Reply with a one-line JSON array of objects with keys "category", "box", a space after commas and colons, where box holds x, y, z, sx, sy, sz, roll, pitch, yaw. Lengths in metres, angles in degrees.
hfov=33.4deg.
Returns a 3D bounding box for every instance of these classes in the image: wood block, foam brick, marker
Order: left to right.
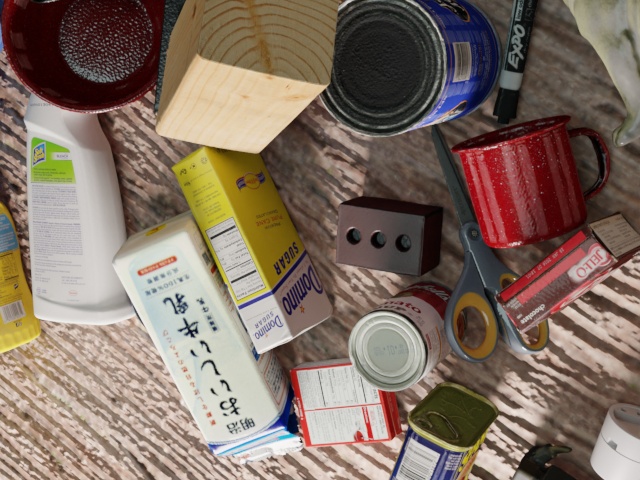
[{"category": "wood block", "box": [-0.059, -0.135, 0.785, 0.090, 0.206, 0.091, 10, 80, -14]}, {"category": "foam brick", "box": [0.057, -0.005, 0.888, 0.078, 0.051, 0.053, 8, 103, 24]}, {"category": "marker", "box": [0.153, -0.150, 0.831, 0.020, 0.020, 0.121, 15, 106, 22]}]

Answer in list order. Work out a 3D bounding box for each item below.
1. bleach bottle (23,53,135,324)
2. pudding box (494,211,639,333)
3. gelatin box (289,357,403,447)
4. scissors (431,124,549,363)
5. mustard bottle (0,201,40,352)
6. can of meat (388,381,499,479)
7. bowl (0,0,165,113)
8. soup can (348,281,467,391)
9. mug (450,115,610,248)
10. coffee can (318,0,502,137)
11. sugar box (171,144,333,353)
[{"category": "bleach bottle", "box": [-0.230, -0.050, 1.012, 0.103, 0.068, 0.251, 3, 99, 26]}, {"category": "pudding box", "box": [0.189, 0.022, 0.796, 0.090, 0.113, 0.039, -41, 79, 26]}, {"category": "gelatin box", "box": [0.023, 0.142, 0.947, 0.089, 0.030, 0.073, -10, 95, 27]}, {"category": "scissors", "box": [0.111, 0.011, 0.856, 0.202, 0.096, 0.016, 58, 158, 3]}, {"category": "mustard bottle", "box": [-0.338, 0.015, 1.056, 0.058, 0.096, 0.191, -9, 97, 27]}, {"category": "can of meat", "box": [0.097, 0.176, 0.879, 0.057, 0.102, 0.084, 26, 112, 19]}, {"category": "bowl", "box": [-0.198, -0.189, 0.952, 0.162, 0.055, 0.162, 0, 86, 3]}, {"category": "soup can", "box": [0.072, 0.077, 0.869, 0.069, 0.102, 0.068, 5, 103, 25]}, {"category": "mug", "box": [0.166, -0.047, 0.816, 0.117, 0.093, 0.081, -18, 99, -9]}, {"category": "coffee can", "box": [0.069, -0.135, 0.806, 0.103, 0.140, 0.103, 5, 103, 24]}, {"category": "sugar box", "box": [-0.056, 0.001, 0.921, 0.048, 0.093, 0.176, -29, 88, 26]}]
